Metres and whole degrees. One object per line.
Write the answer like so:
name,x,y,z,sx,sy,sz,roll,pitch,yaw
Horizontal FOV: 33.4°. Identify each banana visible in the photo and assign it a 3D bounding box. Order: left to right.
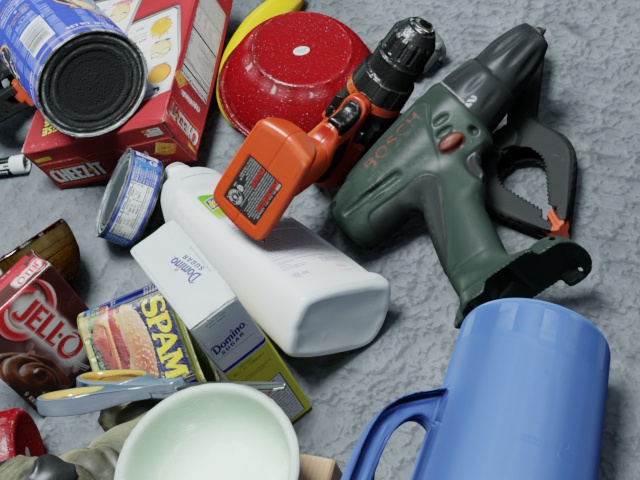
banana,-0.064,-0.179,1.061,0.069,0.037,0.197,9,58,2

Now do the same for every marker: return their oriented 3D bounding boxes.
marker,-0.352,-0.070,1.081,0.121,0.020,0.020,-7,54,13

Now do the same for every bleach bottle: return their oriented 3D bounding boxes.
bleach bottle,-0.056,0.001,0.904,0.102,0.068,0.251,-6,33,-38

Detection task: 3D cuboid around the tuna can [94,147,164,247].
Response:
tuna can,-0.172,-0.038,0.962,0.033,0.086,0.086,21,54,-20

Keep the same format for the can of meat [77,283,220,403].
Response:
can of meat,-0.139,0.089,0.863,0.084,0.057,0.102,-22,79,4

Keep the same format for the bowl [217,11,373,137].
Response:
bowl,-0.017,-0.161,0.995,0.162,0.055,0.162,0,59,0

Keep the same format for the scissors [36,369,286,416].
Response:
scissors,-0.124,0.108,0.747,0.096,0.016,0.202,-15,8,-42

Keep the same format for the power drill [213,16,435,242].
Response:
power drill,0.007,-0.088,0.855,0.057,0.185,0.187,42,40,10

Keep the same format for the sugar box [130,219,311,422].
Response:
sugar box,-0.070,0.068,0.795,0.048,0.176,0.093,-36,53,-10

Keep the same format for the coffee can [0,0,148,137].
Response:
coffee can,-0.230,-0.171,0.963,0.102,0.102,0.140,-35,47,-9

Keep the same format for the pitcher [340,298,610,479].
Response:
pitcher,0.111,0.158,0.703,0.145,0.149,0.242,-3,50,32

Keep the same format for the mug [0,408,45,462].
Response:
mug,-0.265,0.175,0.846,0.081,0.093,0.117,-14,16,1

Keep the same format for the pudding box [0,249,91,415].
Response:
pudding box,-0.235,0.077,0.880,0.090,0.113,0.039,-45,48,-15

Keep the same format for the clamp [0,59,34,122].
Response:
clamp,-0.324,-0.157,1.093,0.172,0.039,0.120,1,54,47

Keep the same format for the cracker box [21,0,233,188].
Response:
cracker box,-0.184,-0.164,1.051,0.164,0.072,0.213,-9,54,25

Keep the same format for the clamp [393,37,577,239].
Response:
clamp,0.149,-0.078,0.919,0.165,0.036,0.210,-25,55,11
